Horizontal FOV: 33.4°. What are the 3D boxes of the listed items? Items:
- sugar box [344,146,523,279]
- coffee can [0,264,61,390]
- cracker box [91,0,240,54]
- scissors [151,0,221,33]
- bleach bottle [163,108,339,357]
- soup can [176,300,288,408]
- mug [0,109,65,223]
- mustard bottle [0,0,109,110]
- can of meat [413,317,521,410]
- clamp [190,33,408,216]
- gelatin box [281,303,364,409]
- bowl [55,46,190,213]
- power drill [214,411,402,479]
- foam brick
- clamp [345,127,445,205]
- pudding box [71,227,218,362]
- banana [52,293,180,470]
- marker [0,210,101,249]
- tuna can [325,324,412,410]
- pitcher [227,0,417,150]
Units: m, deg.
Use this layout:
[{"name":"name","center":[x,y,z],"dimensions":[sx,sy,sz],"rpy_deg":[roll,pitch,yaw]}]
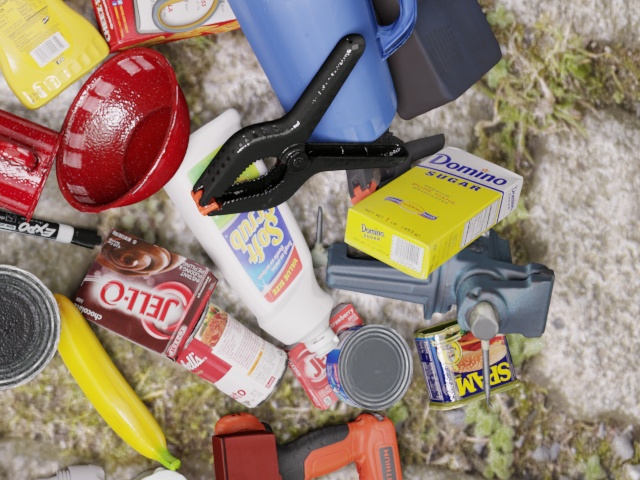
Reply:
[{"name":"sugar box","center":[0.113,-0.032,1.034],"dimensions":[0.175,0.093,0.048],"rpy_deg":[-36,142,-41]},{"name":"coffee can","center":[-0.286,0.072,0.920],"dimensions":[0.102,0.140,0.103],"rpy_deg":[1,88,-23]},{"name":"cracker box","center":[-0.125,-0.284,1.040],"dimensions":[0.213,0.072,0.164],"rpy_deg":[-17,96,-24]},{"name":"scissors","center":[-0.086,-0.270,1.008],"dimensions":[0.201,0.016,0.096],"rpy_deg":[-40,106,-20]},{"name":"bleach bottle","center":[-0.057,0.001,1.049],"dimensions":[0.102,0.068,0.251],"rpy_deg":[-37,97,-17]},{"name":"soup can","center":[-0.090,0.110,1.040],"dimensions":[0.102,0.069,0.068],"rpy_deg":[36,75,-18]},{"name":"mug","center":[-0.280,-0.073,0.945],"dimensions":[0.081,0.117,0.093],"rpy_deg":[22,84,-16]},{"name":"mustard bottle","center":[-0.288,-0.220,0.976],"dimensions":[0.096,0.058,0.191],"rpy_deg":[-40,103,-11]},{"name":"can of meat","center":[0.156,0.127,1.148],"dimensions":[0.102,0.058,0.084],"rpy_deg":[-15,91,-23]},{"name":"clamp","center":[-0.025,-0.091,0.975],"dimensions":[0.210,0.036,0.164],"rpy_deg":[-25,137,-6]},{"name":"gelatin box","center":[0.013,0.119,1.102],"dimensions":[0.089,0.030,0.073],"rpy_deg":[-36,101,-20]},{"name":"bowl","center":[-0.172,-0.094,0.984],"dimensions":[0.055,0.162,0.162],"rpy_deg":[26,77,-47]},{"name":"power drill","center":[-0.010,0.254,1.072],"dimensions":[0.187,0.057,0.184],"rpy_deg":[-7,90,-23]},{"name":"foam brick","center":[-0.069,0.218,0.998],"dimensions":[0.051,0.053,0.078],"rpy_deg":[-5,86,-16]},{"name":"clamp","center":[0.061,-0.103,1.100],"dimensions":[0.120,0.039,0.171],"rpy_deg":[43,41,-6]},{"name":"pudding box","center":[-0.165,0.050,0.996],"dimensions":[0.114,0.039,0.090],"rpy_deg":[21,75,21]},{"name":"banana","center":[-0.197,0.131,0.993],"dimensions":[0.037,0.070,0.198],"rpy_deg":[-44,105,-37]},{"name":"marker","center":[-0.265,-0.012,0.998],"dimensions":[0.121,0.020,0.020],"rpy_deg":[13,83,-22]},{"name":"tuna can","center":[0.049,0.128,1.081],"dimensions":[0.086,0.034,0.086],"rpy_deg":[2,85,-26]},{"name":"pitcher","center":[0.003,-0.200,0.991],"dimensions":[0.145,0.149,0.242],"rpy_deg":[-42,138,-16]}]
